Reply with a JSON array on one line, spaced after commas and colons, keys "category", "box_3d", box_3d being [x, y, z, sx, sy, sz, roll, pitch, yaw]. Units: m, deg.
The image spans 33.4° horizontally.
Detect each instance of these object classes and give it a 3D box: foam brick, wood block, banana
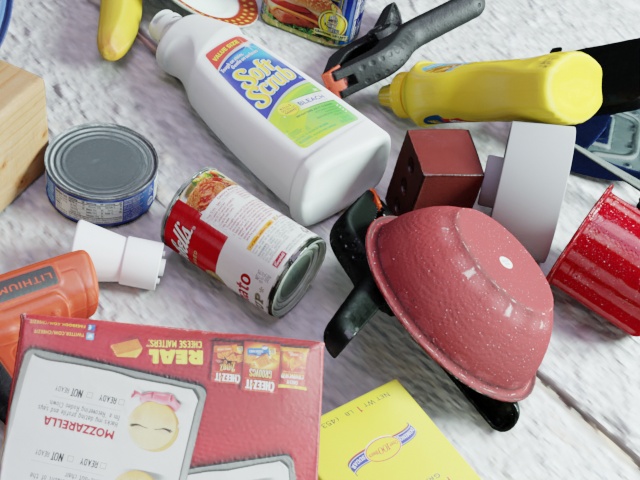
[{"category": "foam brick", "box_3d": [0.088, -0.042, 0.835, 0.051, 0.078, 0.053, 1, 47, -14]}, {"category": "wood block", "box_3d": [-0.287, -0.042, 0.744, 0.091, 0.090, 0.205, 24, 46, 12]}, {"category": "banana", "box_3d": [-0.186, -0.237, 0.966, 0.037, 0.069, 0.198, -12, 69, 14]}]

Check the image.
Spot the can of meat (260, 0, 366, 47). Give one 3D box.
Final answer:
[{"category": "can of meat", "box_3d": [-0.004, -0.238, 0.999, 0.102, 0.084, 0.057, 23, 46, 10]}]

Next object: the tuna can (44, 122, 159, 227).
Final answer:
[{"category": "tuna can", "box_3d": [-0.167, -0.050, 0.817, 0.086, 0.034, 0.086, 6, 46, -7]}]

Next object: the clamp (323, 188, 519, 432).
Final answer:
[{"category": "clamp", "box_3d": [0.046, 0.032, 0.747, 0.164, 0.036, 0.210, 24, 30, -37]}]

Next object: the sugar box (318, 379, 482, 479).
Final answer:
[{"category": "sugar box", "box_3d": [0.061, 0.173, 0.642, 0.093, 0.048, 0.176, -22, 53, -32]}]

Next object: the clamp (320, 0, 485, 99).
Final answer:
[{"category": "clamp", "box_3d": [0.070, -0.180, 0.962, 0.120, 0.039, 0.171, -9, 31, 44]}]

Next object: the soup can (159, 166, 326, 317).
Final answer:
[{"category": "soup can", "box_3d": [-0.055, 0.001, 0.769, 0.102, 0.069, 0.068, 33, 48, 18]}]

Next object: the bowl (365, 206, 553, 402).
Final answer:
[{"category": "bowl", "box_3d": [0.108, 0.029, 0.733, 0.162, 0.055, 0.162, 34, 29, -22]}]

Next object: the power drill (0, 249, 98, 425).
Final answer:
[{"category": "power drill", "box_3d": [-0.140, 0.092, 0.668, 0.184, 0.057, 0.188, -19, 53, -28]}]

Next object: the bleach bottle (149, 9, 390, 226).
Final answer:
[{"category": "bleach bottle", "box_3d": [-0.062, -0.118, 0.888, 0.102, 0.068, 0.251, -29, 56, -34]}]

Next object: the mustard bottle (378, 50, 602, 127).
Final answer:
[{"category": "mustard bottle", "box_3d": [0.130, -0.125, 0.895, 0.192, 0.058, 0.096, 4, 13, 40]}]

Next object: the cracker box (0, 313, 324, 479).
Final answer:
[{"category": "cracker box", "box_3d": [-0.088, 0.154, 0.557, 0.164, 0.072, 0.213, 6, 70, -9]}]
